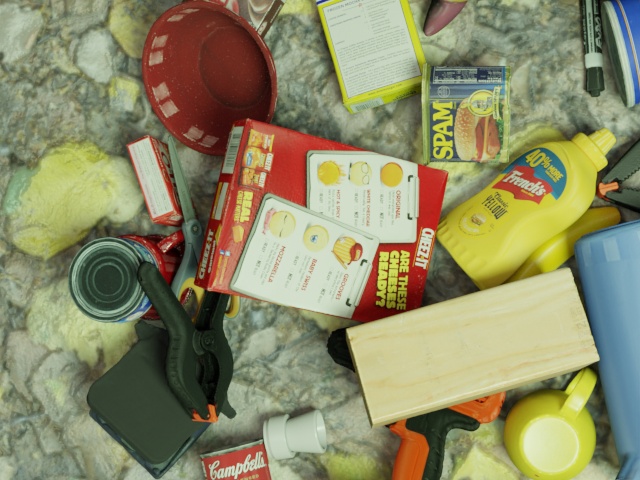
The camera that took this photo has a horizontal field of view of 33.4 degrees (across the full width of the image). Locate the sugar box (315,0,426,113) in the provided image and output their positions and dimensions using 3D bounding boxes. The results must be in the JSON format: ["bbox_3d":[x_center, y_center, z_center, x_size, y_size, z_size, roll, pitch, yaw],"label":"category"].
[{"bbox_3d":[0.048,-0.229,1.097,0.093,0.048,0.176,-16,80,8],"label":"sugar box"}]

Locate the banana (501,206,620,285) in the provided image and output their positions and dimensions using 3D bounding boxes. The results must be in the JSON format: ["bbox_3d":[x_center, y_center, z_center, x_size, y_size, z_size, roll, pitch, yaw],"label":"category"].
[{"bbox_3d":[0.215,0.039,1.048,0.069,0.037,0.198,31,95,-10],"label":"banana"}]

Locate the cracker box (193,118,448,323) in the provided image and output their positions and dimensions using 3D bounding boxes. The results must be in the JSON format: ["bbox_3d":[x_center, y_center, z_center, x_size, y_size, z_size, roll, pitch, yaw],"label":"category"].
[{"bbox_3d":[0.001,-0.012,1.031,0.213,0.072,0.164,13,89,-20],"label":"cracker box"}]

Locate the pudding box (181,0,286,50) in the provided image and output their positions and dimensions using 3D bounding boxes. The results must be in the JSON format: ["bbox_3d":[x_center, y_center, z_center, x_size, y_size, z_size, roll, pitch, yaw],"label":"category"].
[{"bbox_3d":[-0.082,-0.268,1.130,0.090,0.039,0.113,33,93,12],"label":"pudding box"}]

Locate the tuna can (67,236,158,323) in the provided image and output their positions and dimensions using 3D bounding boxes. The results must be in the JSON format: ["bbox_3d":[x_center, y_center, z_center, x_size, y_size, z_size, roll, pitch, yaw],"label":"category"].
[{"bbox_3d":[-0.204,0.039,1.050,0.086,0.033,0.086,-1,86,12],"label":"tuna can"}]

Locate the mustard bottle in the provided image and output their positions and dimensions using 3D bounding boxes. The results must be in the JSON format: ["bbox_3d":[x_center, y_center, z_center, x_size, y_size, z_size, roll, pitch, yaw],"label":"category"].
[{"bbox_3d":[0.205,-0.040,1.031,0.192,0.058,0.096,-40,37,5],"label":"mustard bottle"}]

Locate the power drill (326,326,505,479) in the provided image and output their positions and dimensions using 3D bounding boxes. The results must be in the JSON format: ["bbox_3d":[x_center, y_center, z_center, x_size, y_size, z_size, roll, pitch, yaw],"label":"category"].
[{"bbox_3d":[0.065,0.187,1.031,0.185,0.057,0.187,19,71,18],"label":"power drill"}]

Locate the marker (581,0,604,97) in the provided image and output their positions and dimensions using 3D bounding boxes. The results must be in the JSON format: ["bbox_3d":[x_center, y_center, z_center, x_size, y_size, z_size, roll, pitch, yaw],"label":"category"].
[{"bbox_3d":[0.270,-0.203,1.060,0.020,0.020,0.121,-3,85,12],"label":"marker"}]

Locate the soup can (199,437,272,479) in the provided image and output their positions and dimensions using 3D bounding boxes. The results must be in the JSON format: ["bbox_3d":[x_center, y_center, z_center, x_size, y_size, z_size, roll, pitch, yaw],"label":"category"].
[{"bbox_3d":[-0.078,0.257,1.076,0.068,0.068,0.102,-15,83,10],"label":"soup can"}]

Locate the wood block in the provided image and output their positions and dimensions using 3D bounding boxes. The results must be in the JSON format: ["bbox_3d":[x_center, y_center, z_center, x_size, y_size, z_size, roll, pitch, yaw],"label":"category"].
[{"bbox_3d":[0.134,0.099,0.975,0.206,0.091,0.090,-15,78,-1],"label":"wood block"}]

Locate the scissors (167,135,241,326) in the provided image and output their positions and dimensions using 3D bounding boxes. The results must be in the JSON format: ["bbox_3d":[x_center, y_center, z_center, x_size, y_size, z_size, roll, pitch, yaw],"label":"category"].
[{"bbox_3d":[-0.138,0.005,1.069,0.016,0.096,0.201,2,125,44],"label":"scissors"}]

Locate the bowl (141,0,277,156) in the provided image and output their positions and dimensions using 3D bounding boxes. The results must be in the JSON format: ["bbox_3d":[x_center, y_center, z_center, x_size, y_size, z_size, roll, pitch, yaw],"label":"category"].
[{"bbox_3d":[-0.103,-0.171,1.100,0.162,0.055,0.162,12,116,25],"label":"bowl"}]

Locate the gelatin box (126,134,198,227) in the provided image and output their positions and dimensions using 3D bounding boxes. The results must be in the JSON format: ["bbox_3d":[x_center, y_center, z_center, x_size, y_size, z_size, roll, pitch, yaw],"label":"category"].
[{"bbox_3d":[-0.164,-0.060,1.114,0.030,0.073,0.089,-22,82,10],"label":"gelatin box"}]

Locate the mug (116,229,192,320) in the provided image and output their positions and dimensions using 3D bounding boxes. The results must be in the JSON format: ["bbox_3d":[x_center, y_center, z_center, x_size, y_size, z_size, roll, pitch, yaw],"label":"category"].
[{"bbox_3d":[-0.177,0.029,1.106,0.117,0.081,0.093,-38,79,7],"label":"mug"}]

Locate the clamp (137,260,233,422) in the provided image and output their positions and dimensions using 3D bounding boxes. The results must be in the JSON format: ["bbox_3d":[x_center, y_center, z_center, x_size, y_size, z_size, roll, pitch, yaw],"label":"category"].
[{"bbox_3d":[-0.129,0.092,1.041,0.039,0.120,0.171,-9,80,49],"label":"clamp"}]

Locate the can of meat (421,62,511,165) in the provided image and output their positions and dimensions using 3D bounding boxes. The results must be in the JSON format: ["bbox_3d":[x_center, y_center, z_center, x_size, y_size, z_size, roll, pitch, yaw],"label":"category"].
[{"bbox_3d":[0.143,-0.123,1.044,0.084,0.102,0.057,1,42,9],"label":"can of meat"}]
